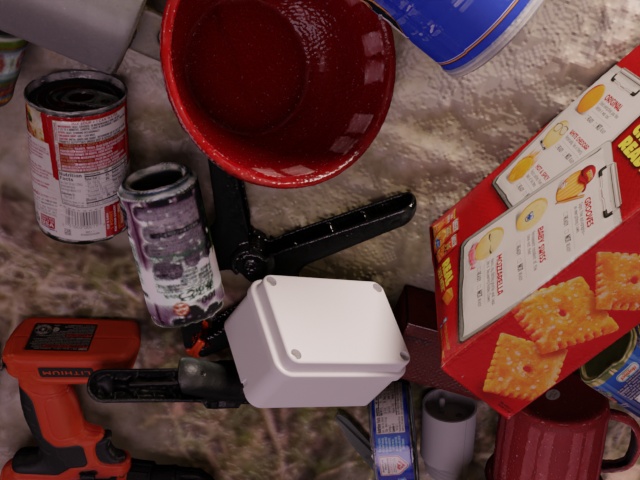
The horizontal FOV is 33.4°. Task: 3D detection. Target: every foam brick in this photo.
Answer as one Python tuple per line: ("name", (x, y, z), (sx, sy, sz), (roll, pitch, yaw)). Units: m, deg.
("foam brick", (0.092, 0.077, 0.804), (0.078, 0.051, 0.053), (17, 120, -6))

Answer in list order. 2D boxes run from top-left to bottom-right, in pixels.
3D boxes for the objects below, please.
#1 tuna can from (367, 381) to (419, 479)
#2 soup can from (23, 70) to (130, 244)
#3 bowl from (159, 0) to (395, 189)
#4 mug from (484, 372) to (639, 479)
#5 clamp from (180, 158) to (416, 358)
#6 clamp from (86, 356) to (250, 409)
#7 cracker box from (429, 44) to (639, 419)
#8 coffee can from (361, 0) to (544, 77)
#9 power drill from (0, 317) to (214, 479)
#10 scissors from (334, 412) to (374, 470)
("tuna can", (0.057, 0.153, 0.834), (0.034, 0.086, 0.086), (-6, 121, 5))
("soup can", (-0.164, -0.057, 0.733), (0.068, 0.068, 0.102), (4, 122, 2))
("bowl", (-0.034, -0.112, 0.669), (0.161, 0.055, 0.162), (-1, 92, -29))
("mug", (0.189, 0.153, 0.822), (0.117, 0.093, 0.081), (3, 117, 4))
("clamp", (-0.055, 0.001, 0.778), (0.164, 0.036, 0.210), (34, 118, -15))
("clamp", (-0.085, 0.109, 0.801), (0.120, 0.039, 0.171), (-3, 167, 36))
("cracker box", (0.169, -0.011, 0.679), (0.072, 0.164, 0.214), (38, 117, -20))
("coffee can", (0.057, -0.178, 0.621), (0.140, 0.102, 0.103), (36, 117, -16))
("power drill", (-0.178, 0.153, 0.869), (0.184, 0.057, 0.188), (1, 121, 0))
("scissors", (0.089, 0.211, 0.908), (0.096, 0.016, 0.201), (-16, 119, 12))
